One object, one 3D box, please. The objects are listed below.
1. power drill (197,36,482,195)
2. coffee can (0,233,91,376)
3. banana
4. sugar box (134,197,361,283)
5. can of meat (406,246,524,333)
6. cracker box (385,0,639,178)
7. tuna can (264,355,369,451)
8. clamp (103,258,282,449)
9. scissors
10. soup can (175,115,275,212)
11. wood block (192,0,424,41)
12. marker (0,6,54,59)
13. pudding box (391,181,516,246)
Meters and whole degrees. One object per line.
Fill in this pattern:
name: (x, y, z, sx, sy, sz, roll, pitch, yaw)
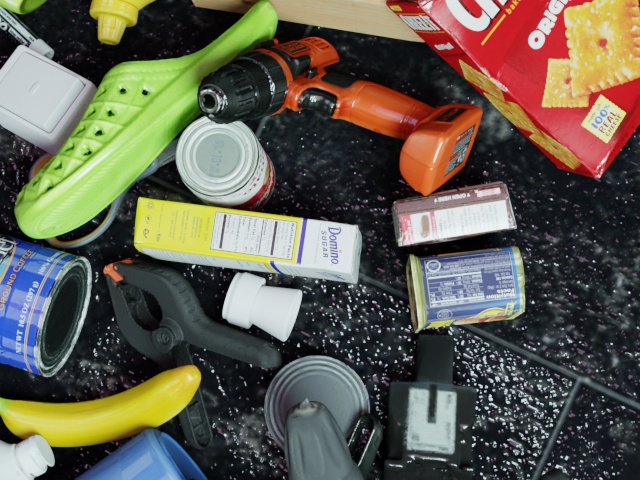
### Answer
power drill: (0.018, -0.101, 0.825, 0.188, 0.184, 0.057, 27, 120, 17)
coffee can: (-0.274, 0.044, 0.877, 0.140, 0.103, 0.103, 16, 84, 6)
banana: (-0.180, 0.139, 0.871, 0.198, 0.069, 0.037, -10, 54, 14)
sugar box: (-0.056, 0.001, 0.869, 0.176, 0.093, 0.048, 5, 83, 5)
can of meat: (0.113, 0.038, 0.846, 0.084, 0.102, 0.057, -7, 81, 2)
cracker box: (0.185, -0.178, 0.836, 0.213, 0.072, 0.164, 39, 87, -23)
tuna can: (-0.002, 0.138, 0.876, 0.086, 0.033, 0.086, -1, 83, 5)
clamp: (-0.109, 0.075, 0.875, 0.120, 0.039, 0.171, -39, 82, 22)
scissors: (-0.169, -0.076, 0.927, 0.202, 0.016, 0.096, -42, 81, -1)
soup can: (-0.076, -0.060, 0.873, 0.068, 0.102, 0.068, -1, 82, 4)
wood block: (-0.005, -0.236, 0.895, 0.206, 0.091, 0.090, 10, 84, 6)
marker: (-0.285, -0.202, 0.951, 0.121, 0.020, 0.020, 43, 88, 8)
pudding box: (0.103, -0.019, 0.847, 0.090, 0.113, 0.039, -10, 87, 4)
